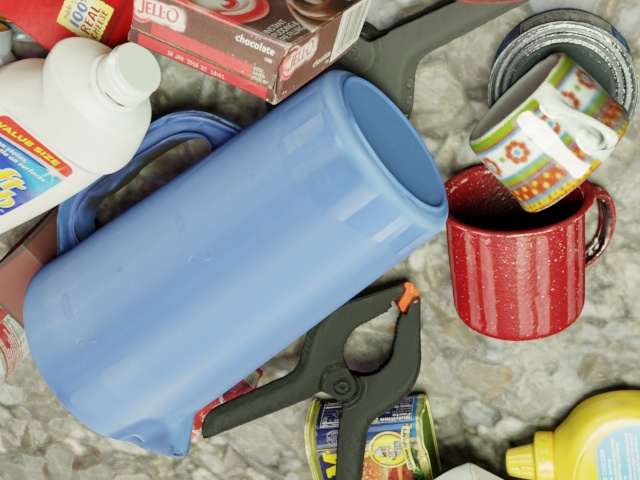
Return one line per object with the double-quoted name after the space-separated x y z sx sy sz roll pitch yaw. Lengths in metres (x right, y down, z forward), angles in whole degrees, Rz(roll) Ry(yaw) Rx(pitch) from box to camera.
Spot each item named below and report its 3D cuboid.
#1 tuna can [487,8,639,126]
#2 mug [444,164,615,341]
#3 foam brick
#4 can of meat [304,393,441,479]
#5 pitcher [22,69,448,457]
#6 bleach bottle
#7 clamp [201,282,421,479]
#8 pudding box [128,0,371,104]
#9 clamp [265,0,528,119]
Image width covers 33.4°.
0.142 -0.091 0.627 0.086 0.033 0.086 5 117 9 "tuna can"
0.130 0.003 0.656 0.117 0.093 0.081 -20 122 -19 "mug"
-0.184 0.016 0.727 0.053 0.078 0.051 -36 105 28 "foam brick"
0.041 0.161 0.765 0.084 0.057 0.102 -7 116 12 "can of meat"
-0.054 0.001 0.631 0.243 0.145 0.149 -35 115 24 "pitcher"
-0.186 -0.065 0.645 0.251 0.068 0.102 -20 115 43 "bleach bottle"
0.018 0.106 0.711 0.171 0.039 0.120 -45 96 2 "clamp"
-0.035 -0.121 0.571 0.090 0.113 0.039 26 123 14 "pudding box"
0.017 -0.126 0.635 0.164 0.036 0.210 36 119 0 "clamp"
